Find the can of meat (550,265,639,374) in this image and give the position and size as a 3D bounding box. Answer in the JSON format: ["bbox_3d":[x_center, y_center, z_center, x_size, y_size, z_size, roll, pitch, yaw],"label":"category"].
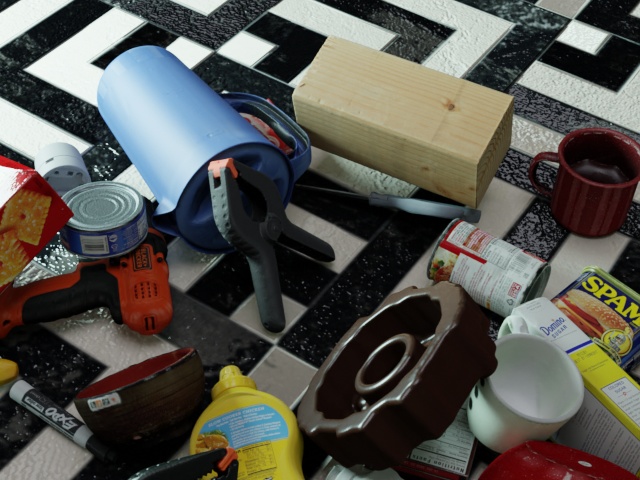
[{"bbox_3d":[0.259,0.084,1.001,0.083,0.057,0.102,-34,55,-26],"label":"can of meat"}]

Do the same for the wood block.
[{"bbox_3d":[0.085,-0.124,1.103,0.206,0.090,0.090,23,66,18],"label":"wood block"}]

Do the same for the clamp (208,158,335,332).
[{"bbox_3d":[-0.057,0.001,1.017,0.039,0.171,0.120,-16,37,39],"label":"clamp"}]

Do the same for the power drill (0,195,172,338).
[{"bbox_3d":[-0.242,0.026,1.039,0.187,0.057,0.184,-9,41,-9],"label":"power drill"}]

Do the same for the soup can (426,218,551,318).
[{"bbox_3d":[0.164,0.030,1.041,0.102,0.068,0.068,28,51,22],"label":"soup can"}]

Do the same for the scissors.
[{"bbox_3d":[0.067,-0.041,1.109,0.202,0.016,0.096,9,3,5],"label":"scissors"}]

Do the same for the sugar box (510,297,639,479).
[{"bbox_3d":[0.226,0.139,0.919,0.048,0.093,0.176,-17,49,-29],"label":"sugar box"}]

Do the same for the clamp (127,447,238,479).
[{"bbox_3d":[-0.139,0.231,0.783,0.164,0.036,0.209,37,67,-10],"label":"clamp"}]

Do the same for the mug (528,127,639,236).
[{"bbox_3d":[0.277,-0.061,1.122,0.117,0.081,0.093,13,47,10],"label":"mug"}]

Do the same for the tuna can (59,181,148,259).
[{"bbox_3d":[-0.210,-0.021,1.026,0.086,0.034,0.086,0,37,0],"label":"tuna can"}]

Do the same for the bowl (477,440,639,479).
[{"bbox_3d":[0.195,0.196,0.825,0.162,0.055,0.162,16,3,-1],"label":"bowl"}]

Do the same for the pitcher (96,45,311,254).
[{"bbox_3d":[-0.132,-0.109,1.126,0.149,0.145,0.243,17,24,-46],"label":"pitcher"}]

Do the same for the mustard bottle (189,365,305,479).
[{"bbox_3d":[-0.059,0.184,0.891,0.096,0.058,0.192,-19,48,0],"label":"mustard bottle"}]

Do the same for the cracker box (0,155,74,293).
[{"bbox_3d":[-0.354,0.011,0.973,0.164,0.072,0.213,22,64,43],"label":"cracker box"}]

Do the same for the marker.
[{"bbox_3d":[-0.224,0.160,0.937,0.121,0.020,0.020,28,51,23],"label":"marker"}]

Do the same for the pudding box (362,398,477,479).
[{"bbox_3d":[0.096,0.159,0.935,0.090,0.039,0.113,16,49,11],"label":"pudding box"}]
